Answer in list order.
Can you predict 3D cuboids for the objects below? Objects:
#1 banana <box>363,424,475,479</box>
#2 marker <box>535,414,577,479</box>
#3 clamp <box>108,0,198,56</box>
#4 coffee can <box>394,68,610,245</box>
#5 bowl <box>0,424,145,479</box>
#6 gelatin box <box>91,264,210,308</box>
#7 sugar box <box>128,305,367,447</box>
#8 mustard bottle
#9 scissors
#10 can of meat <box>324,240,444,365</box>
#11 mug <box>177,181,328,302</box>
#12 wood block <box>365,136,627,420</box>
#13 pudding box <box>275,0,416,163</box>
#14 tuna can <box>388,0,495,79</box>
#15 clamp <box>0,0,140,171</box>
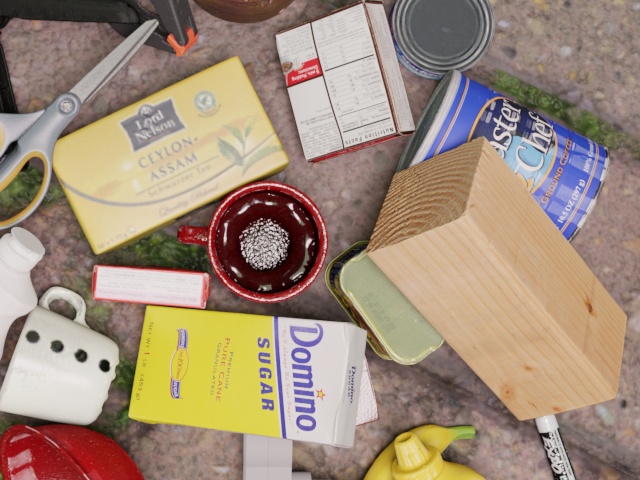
[{"bbox_3d":[0.057,0.229,0.879,0.069,0.037,0.198,29,87,-3],"label":"banana"},{"bbox_3d":[0.198,0.177,0.900,0.020,0.020,0.121,-19,91,-5],"label":"marker"},{"bbox_3d":[-0.161,-0.221,0.841,0.171,0.120,0.039,36,51,-7],"label":"clamp"},{"bbox_3d":[0.144,-0.061,0.857,0.140,0.103,0.103,26,87,-4],"label":"coffee can"},{"bbox_3d":[-0.178,0.200,0.822,0.055,0.162,0.162,-31,92,-40],"label":"bowl"},{"bbox_3d":[-0.132,0.035,0.848,0.089,0.073,0.030,4,89,-5],"label":"gelatin box"},{"bbox_3d":[-0.057,0.104,0.826,0.176,0.048,0.093,2,78,24],"label":"sugar box"},{"bbox_3d":[0.103,0.236,0.848,0.096,0.058,0.191,-30,107,-19],"label":"mustard bottle"},{"bbox_3d":[-0.212,-0.104,0.802,0.096,0.016,0.201,30,84,-14],"label":"scissors"},{"bbox_3d":[0.053,0.050,0.858,0.057,0.084,0.102,-36,92,-5],"label":"can of meat"},{"bbox_3d":[-0.056,0.001,0.851,0.117,0.081,0.093,3,89,-5],"label":"mug"},{"bbox_3d":[0.139,0.034,0.811,0.206,0.090,0.090,47,43,-25],"label":"wood block"},{"bbox_3d":[0.019,-0.127,0.861,0.090,0.039,0.113,-14,92,29],"label":"pudding box"},{"bbox_3d":[0.100,-0.178,0.890,0.086,0.034,0.086,0,89,-5],"label":"tuna can"},{"bbox_3d":[-0.255,-0.183,0.849,0.165,0.036,0.210,-42,88,11],"label":"clamp"}]
